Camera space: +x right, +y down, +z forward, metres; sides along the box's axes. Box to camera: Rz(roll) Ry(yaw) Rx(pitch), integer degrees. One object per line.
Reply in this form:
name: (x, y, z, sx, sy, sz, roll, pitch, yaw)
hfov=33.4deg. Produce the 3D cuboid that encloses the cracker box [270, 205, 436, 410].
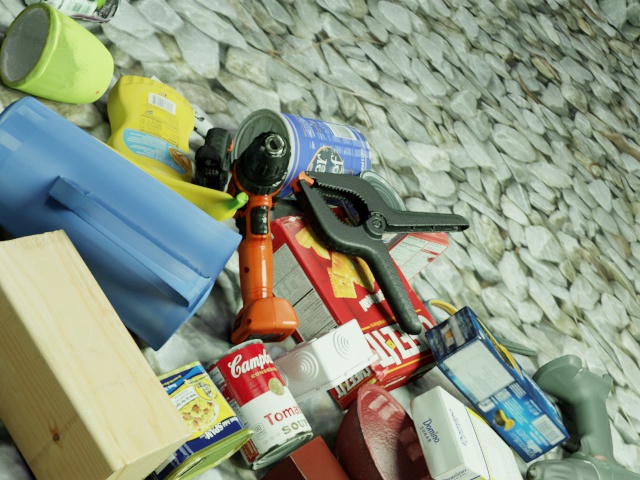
cracker box: (0.034, 0.066, 1.192, 0.163, 0.072, 0.214, -12, 63, -54)

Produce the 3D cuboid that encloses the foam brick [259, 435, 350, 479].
foam brick: (-0.008, 0.232, 0.985, 0.078, 0.051, 0.052, 54, 34, 13)

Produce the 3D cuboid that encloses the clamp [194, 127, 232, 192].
clamp: (-0.117, -0.080, 1.156, 0.039, 0.120, 0.171, 10, 37, -7)

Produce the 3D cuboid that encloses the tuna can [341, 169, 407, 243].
tuna can: (0.064, -0.041, 1.248, 0.086, 0.034, 0.086, 37, 29, -25)

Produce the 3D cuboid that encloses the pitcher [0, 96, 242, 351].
pitcher: (-0.200, -0.019, 0.964, 0.242, 0.149, 0.144, 37, 40, -8)

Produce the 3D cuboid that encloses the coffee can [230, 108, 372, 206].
coffee can: (-0.022, -0.097, 1.278, 0.140, 0.103, 0.103, 5, 51, -46)

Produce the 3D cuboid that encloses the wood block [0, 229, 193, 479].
wood block: (-0.209, 0.104, 0.861, 0.090, 0.091, 0.206, -16, 67, -53)

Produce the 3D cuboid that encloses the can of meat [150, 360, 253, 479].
can of meat: (-0.121, 0.160, 0.930, 0.084, 0.058, 0.101, 52, 32, 14)

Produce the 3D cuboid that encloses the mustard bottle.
mustard bottle: (-0.182, -0.090, 1.132, 0.096, 0.058, 0.191, 25, 38, -28)

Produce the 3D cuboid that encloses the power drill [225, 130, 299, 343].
power drill: (-0.057, 0.001, 1.053, 0.057, 0.185, 0.187, 0, 74, -12)

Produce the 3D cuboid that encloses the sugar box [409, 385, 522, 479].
sugar box: (0.160, 0.229, 1.136, 0.176, 0.048, 0.093, 37, 28, -45)

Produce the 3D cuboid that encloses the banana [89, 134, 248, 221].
banana: (-0.160, -0.057, 1.034, 0.198, 0.070, 0.037, 19, 48, 8)

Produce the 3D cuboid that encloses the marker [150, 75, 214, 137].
marker: (-0.156, -0.149, 1.261, 0.121, 0.020, 0.020, 40, 33, -10)

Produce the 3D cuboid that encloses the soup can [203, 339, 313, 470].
soup can: (-0.060, 0.153, 0.997, 0.068, 0.069, 0.102, -8, 61, -52)

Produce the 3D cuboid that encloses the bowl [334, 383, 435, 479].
bowl: (0.062, 0.223, 1.045, 0.162, 0.055, 0.162, 50, 19, -24)

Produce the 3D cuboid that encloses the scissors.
scissors: (0.209, 0.137, 1.365, 0.201, 0.016, 0.096, 30, 38, -24)

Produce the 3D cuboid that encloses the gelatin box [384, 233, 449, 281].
gelatin box: (0.102, 0.012, 1.311, 0.073, 0.089, 0.030, 16, 44, -38)

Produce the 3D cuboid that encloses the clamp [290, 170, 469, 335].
clamp: (0.056, -0.002, 1.167, 0.210, 0.036, 0.164, 28, 59, -12)
